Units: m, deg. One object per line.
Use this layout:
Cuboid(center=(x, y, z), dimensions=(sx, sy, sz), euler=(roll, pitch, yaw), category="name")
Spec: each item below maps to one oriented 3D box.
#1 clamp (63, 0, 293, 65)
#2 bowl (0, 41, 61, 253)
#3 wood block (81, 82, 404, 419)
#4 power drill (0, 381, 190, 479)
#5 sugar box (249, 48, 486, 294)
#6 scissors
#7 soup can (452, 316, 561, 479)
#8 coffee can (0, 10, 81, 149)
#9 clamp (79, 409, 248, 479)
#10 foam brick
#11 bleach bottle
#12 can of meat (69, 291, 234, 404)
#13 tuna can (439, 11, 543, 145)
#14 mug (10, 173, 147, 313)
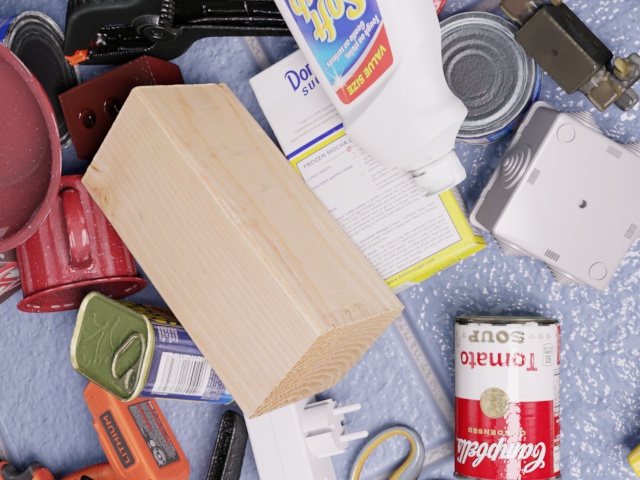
Cuboid(center=(-0.101, -0.157, 0.743), dimensions=(0.210, 0.164, 0.036), euler=(-14, 65, 46), category="clamp")
Cuboid(center=(-0.235, -0.072, 0.712), dimensions=(0.162, 0.055, 0.162), euler=(5, 111, 14), category="bowl")
Cuboid(center=(-0.054, 0.001, 0.701), dimensions=(0.206, 0.090, 0.091), euler=(52, 126, 21), category="wood block")
Cuboid(center=(-0.204, 0.167, 0.793), dimensions=(0.188, 0.057, 0.184), euler=(-34, 82, 18), category="power drill")
Cuboid(center=(0.031, -0.054, 0.725), dimensions=(0.093, 0.048, 0.176), euler=(-28, 77, 16), category="sugar box")
Cuboid(center=(0.033, 0.225, 0.731), dimensions=(0.096, 0.016, 0.202), euler=(25, 97, 18), category="scissors")
Cuboid(center=(0.119, 0.100, 0.679), dimensions=(0.069, 0.068, 0.102), euler=(0, 88, 18), category="soup can")
Cuboid(center=(-0.264, -0.108, 0.795), dimensions=(0.140, 0.102, 0.103), euler=(-7, 86, 18), category="coffee can")
Cuboid(center=(-0.096, 0.209, 0.730), dimensions=(0.120, 0.039, 0.171), euler=(-12, 102, -16), category="clamp")
Cuboid(center=(-0.139, -0.094, 0.780), dimensions=(0.078, 0.051, 0.053), euler=(-21, 82, 17), category="foam brick")
Cuboid(center=(0.027, -0.146, 0.648), dimensions=(0.103, 0.068, 0.251), euler=(-23, 99, 37), category="bleach bottle")
Cuboid(center=(-0.109, 0.075, 0.728), dimensions=(0.102, 0.083, 0.057), euler=(16, 93, 52), category="can of meat")
Cuboid(center=(0.103, -0.107, 0.708), dimensions=(0.086, 0.033, 0.086), euler=(-1, 88, 19), category="tuna can")
Cuboid(center=(-0.176, -0.001, 0.760), dimensions=(0.093, 0.117, 0.081), euler=(-10, 79, -14), category="mug")
